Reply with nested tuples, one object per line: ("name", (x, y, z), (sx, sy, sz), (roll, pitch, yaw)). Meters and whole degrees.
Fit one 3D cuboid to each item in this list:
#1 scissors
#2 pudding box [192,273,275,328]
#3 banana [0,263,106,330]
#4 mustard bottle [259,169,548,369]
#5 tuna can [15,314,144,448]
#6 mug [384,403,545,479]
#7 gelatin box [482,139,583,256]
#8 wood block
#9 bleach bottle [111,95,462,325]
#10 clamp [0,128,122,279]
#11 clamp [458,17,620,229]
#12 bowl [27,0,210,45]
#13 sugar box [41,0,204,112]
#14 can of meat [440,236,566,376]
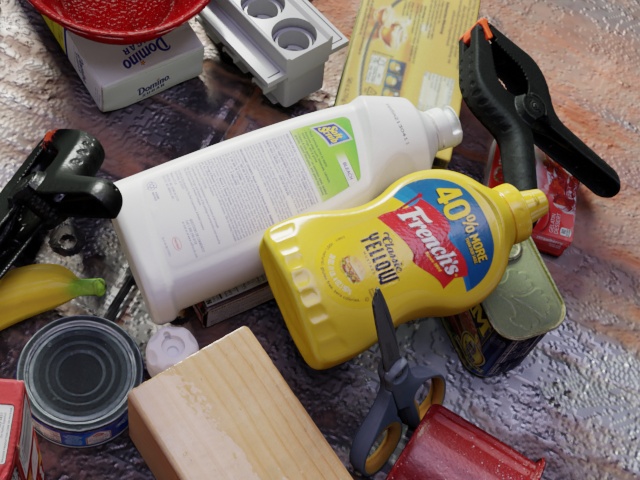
("scissors", (0.036, 0.098, 0.673), (0.016, 0.201, 0.096), (36, 85, 28))
("pudding box", (-0.055, 0.001, 0.785), (0.113, 0.039, 0.090), (-23, 71, -17))
("banana", (-0.243, 0.060, 0.710), (0.197, 0.070, 0.037), (-29, 108, -20))
("mustard bottle", (0.064, 0.007, 0.696), (0.191, 0.058, 0.096), (-21, 77, -15))
("tuna can", (-0.161, 0.094, 0.720), (0.086, 0.034, 0.086), (4, 62, -8))
("mug", (0.082, 0.166, 0.686), (0.081, 0.093, 0.117), (31, 46, 10))
("gelatin box", (0.166, -0.038, 0.847), (0.073, 0.030, 0.089), (17, 61, 0))
("wood block", (-0.031, 0.170, 0.669), (0.090, 0.091, 0.206), (-29, 70, -22))
("bleach bottle", (-0.015, -0.033, 0.740), (0.250, 0.068, 0.102), (-21, 77, -13))
("clamp", (-0.182, -0.029, 0.717), (0.036, 0.165, 0.210), (49, 23, -24))
("clamp", (0.149, -0.086, 0.807), (0.120, 0.039, 0.171), (-30, 82, -45))
("bowl", (-0.155, -0.206, 0.817), (0.162, 0.055, 0.162), (4, 64, -8))
("sugar box", (-0.177, -0.193, 0.865), (0.093, 0.048, 0.176), (-26, 73, -20))
("can of meat", (0.122, 0.039, 0.768), (0.057, 0.084, 0.102), (-16, 66, -17))
